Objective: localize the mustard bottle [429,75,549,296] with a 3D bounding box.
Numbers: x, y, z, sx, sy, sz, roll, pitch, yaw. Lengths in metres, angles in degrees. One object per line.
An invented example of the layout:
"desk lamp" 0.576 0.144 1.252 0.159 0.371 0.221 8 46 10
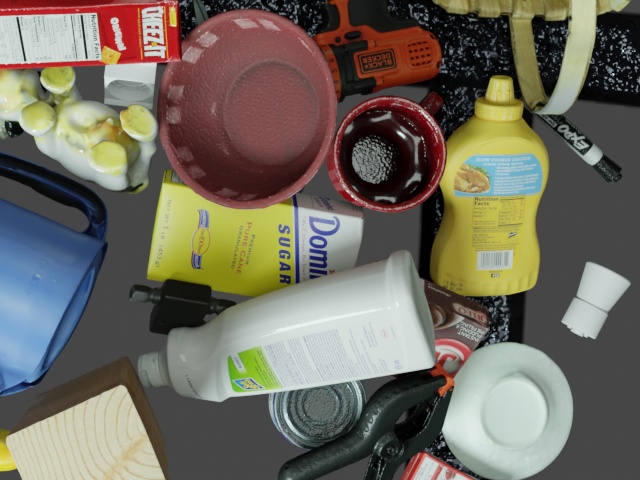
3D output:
"mustard bottle" 0.150 -0.048 0.934 0.096 0.058 0.192 -2 111 -9

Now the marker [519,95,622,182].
"marker" 0.236 -0.097 0.999 0.121 0.020 0.020 40 84 -7

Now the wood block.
"wood block" -0.176 0.158 0.838 0.090 0.206 0.090 -23 93 -9

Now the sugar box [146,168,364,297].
"sugar box" -0.056 0.001 0.927 0.176 0.048 0.093 10 111 -6

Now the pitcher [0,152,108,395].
"pitcher" -0.301 0.002 0.867 0.242 0.149 0.145 27 110 -5

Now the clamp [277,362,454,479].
"clamp" 0.056 0.183 0.936 0.171 0.039 0.120 -39 131 1

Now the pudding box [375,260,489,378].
"pudding box" 0.079 0.078 0.943 0.113 0.039 0.090 25 121 -6

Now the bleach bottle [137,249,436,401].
"bleach bottle" -0.036 0.081 0.892 0.251 0.068 0.102 -12 128 13

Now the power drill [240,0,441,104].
"power drill" 0.005 -0.215 0.943 0.184 0.057 0.187 -13 95 -15

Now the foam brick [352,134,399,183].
"foam brick" 0.058 -0.069 0.954 0.078 0.053 0.051 32 85 -8

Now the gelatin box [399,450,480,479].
"gelatin box" 0.110 0.241 0.972 0.089 0.030 0.073 29 87 -8

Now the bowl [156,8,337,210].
"bowl" -0.052 -0.107 0.880 0.162 0.055 0.162 2 95 23

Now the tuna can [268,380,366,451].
"tuna can" -0.002 0.145 0.953 0.086 0.034 0.086 0 90 -9

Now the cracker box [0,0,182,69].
"cracker box" -0.224 -0.220 0.863 0.213 0.072 0.164 -4 54 -8

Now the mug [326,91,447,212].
"mug" 0.057 -0.078 0.885 0.093 0.081 0.117 40 85 -6
